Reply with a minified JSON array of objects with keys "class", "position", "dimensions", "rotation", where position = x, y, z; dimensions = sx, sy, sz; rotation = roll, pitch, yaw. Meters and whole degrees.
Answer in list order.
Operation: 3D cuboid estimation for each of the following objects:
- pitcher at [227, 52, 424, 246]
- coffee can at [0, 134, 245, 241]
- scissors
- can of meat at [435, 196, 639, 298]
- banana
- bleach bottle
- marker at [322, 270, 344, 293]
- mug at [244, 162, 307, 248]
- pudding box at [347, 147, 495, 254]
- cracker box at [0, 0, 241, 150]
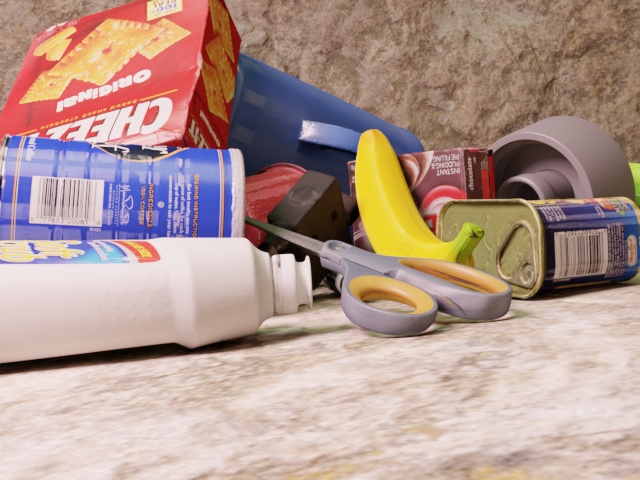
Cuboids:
[{"class":"pitcher","position":[-0.017,-0.081,0.955],"dimensions":[0.242,0.145,0.149],"rotation":[22,-57,-43]},{"class":"coffee can","position":[-0.121,-0.009,0.646],"dimensions":[0.140,0.103,0.103],"rotation":[3,2,-10]},{"class":"scissors","position":[0.005,0.015,0.585],"dimensions":[0.202,0.016,0.096],"rotation":[13,21,33]},{"class":"can of meat","position":[0.134,0.002,0.654],"dimensions":[0.083,0.057,0.102],"rotation":[-4,3,-27]},{"class":"banana","position":[0.057,-0.010,0.671],"dimensions":[0.037,0.070,0.198],"rotation":[13,18,-22]},{"class":"bleach bottle","position":[-0.131,0.028,0.552],"dimensions":[0.250,0.068,0.102],"rotation":[-4,10,-4]},{"class":"marker","position":[0.016,0.026,0.715],"dimensions":[0.020,0.020,0.121],"rotation":[-6,3,-7]},{"class":"mug","position":[-0.055,0.001,0.785],"dimensions":[0.117,0.093,0.081],"rotation":[-41,-15,36]},{"class":"pudding box","position":[0.072,-0.016,0.748],"dimensions":[0.039,0.090,0.114],"rotation":[-4,1,-40]},{"class":"cracker box","position":[-0.151,-0.097,0.790],"dimensions":[0.164,0.072,0.213],"rotation":[-14,39,14]}]
